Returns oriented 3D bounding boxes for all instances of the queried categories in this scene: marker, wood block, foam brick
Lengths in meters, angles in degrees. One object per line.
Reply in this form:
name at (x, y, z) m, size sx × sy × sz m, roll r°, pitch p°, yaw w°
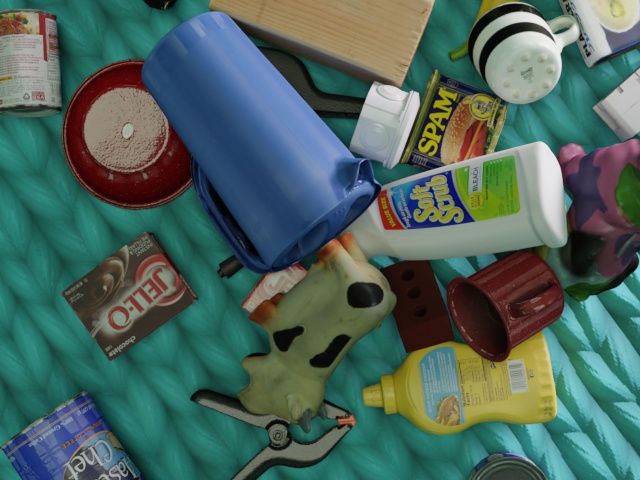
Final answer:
marker at (-0.057, 0.001, 1.121) m, size 0.121 × 0.020 × 0.020 m, roll -35°, pitch 88°, yaw 2°
wood block at (0.002, -0.232, 1.087) m, size 0.206 × 0.090 × 0.091 m, roll 22°, pitch 91°, yaw 2°
foam brick at (0.097, 0.065, 1.082) m, size 0.053 × 0.051 × 0.078 m, roll -18°, pitch 56°, yaw 2°

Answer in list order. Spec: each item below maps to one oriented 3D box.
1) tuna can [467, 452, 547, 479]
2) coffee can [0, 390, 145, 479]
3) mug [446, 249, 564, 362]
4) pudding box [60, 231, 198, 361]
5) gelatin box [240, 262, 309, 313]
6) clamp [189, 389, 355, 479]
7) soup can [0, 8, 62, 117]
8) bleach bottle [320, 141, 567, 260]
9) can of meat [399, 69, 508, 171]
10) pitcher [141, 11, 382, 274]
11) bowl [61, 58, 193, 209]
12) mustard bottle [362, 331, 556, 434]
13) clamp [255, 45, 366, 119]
tuna can at (0.193, 0.263, 1.100) m, size 0.086 × 0.034 × 0.086 m, roll 0°, pitch 89°, yaw 3°
coffee can at (-0.243, 0.239, 1.085) m, size 0.103 × 0.103 × 0.140 m, roll -34°, pitch 88°, yaw 1°
mug at (0.189, 0.059, 1.042) m, size 0.081 × 0.117 × 0.093 m, roll -28°, pitch 92°, yaw -24°
pudding box at (-0.198, 0.058, 1.116) m, size 0.113 × 0.039 × 0.090 m, roll -36°, pitch 89°, yaw 2°
gelatin box at (-0.026, 0.065, 1.113) m, size 0.089 × 0.030 × 0.073 m, roll 38°, pitch 91°, yaw 2°
clamp at (-0.052, 0.193, 1.110) m, size 0.171 × 0.039 × 0.120 m, roll -20°, pitch 93°, yaw -4°
soup can at (-0.306, -0.183, 1.110) m, size 0.068 × 0.068 × 0.102 m, roll -4°, pitch 90°, yaw 2°
bleach bottle at (0.111, -0.020, 1.054) m, size 0.251 × 0.068 × 0.102 m, roll -14°, pitch 58°, yaw 27°
can of meat at (0.138, -0.112, 1.096) m, size 0.084 × 0.057 × 0.102 m, roll 21°, pitch 91°, yaw 0°
pitcher at (-0.069, -0.092, 1.035) m, size 0.149 × 0.145 × 0.243 m, roll -37°, pitch 80°, yaw -5°
bowl at (-0.197, -0.113, 1.111) m, size 0.162 × 0.055 × 0.162 m, roll 0°, pitch 90°, yaw 2°
mustard bottle at (0.138, 0.148, 1.091) m, size 0.191 × 0.058 × 0.096 m, roll -8°, pitch 79°, yaw 2°
clamp at (-0.021, -0.139, 1.112) m, size 0.164 × 0.036 × 0.210 m, roll -41°, pitch 84°, yaw -8°
